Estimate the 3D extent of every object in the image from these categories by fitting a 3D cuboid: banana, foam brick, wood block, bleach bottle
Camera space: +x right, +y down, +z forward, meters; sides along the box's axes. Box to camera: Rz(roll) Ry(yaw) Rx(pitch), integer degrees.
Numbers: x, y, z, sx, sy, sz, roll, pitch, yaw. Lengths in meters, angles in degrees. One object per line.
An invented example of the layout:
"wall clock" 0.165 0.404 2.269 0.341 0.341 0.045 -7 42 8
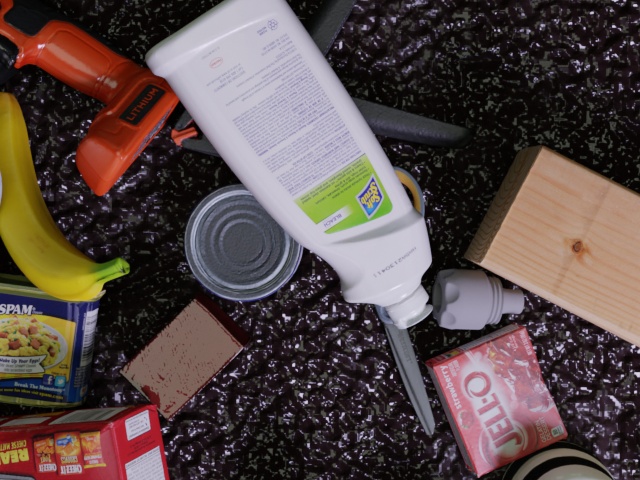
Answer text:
"banana" -0.195 -0.021 0.738 0.070 0.037 0.198 -45 60 7
"foam brick" -0.096 0.081 0.761 0.078 0.053 0.051 -44 91 1
"wood block" 0.216 0.021 0.739 0.206 0.090 0.091 27 92 0
"bleach bottle" -0.008 -0.045 0.723 0.102 0.068 0.251 -33 100 0

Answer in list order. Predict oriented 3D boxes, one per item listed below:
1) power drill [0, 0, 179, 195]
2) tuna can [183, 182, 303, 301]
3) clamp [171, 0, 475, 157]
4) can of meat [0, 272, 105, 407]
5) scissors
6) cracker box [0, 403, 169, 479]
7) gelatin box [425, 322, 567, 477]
"power drill" -0.198 -0.116 0.714 0.187 0.057 0.184 38 48 -6
"tuna can" -0.055 0.001 0.768 0.086 0.034 0.086 0 91 1
"clamp" -0.010 -0.122 0.764 0.210 0.036 0.164 -15 92 1
"can of meat" -0.211 0.070 0.760 0.102 0.057 0.084 8 93 0
"scissors" 0.063 0.033 0.777 0.096 0.016 0.202 -34 91 1
"cracker box" -0.178 0.226 0.736 0.164 0.072 0.214 -9 92 21
"gelatin box" 0.126 0.114 0.765 0.073 0.030 0.089 -22 94 -6
